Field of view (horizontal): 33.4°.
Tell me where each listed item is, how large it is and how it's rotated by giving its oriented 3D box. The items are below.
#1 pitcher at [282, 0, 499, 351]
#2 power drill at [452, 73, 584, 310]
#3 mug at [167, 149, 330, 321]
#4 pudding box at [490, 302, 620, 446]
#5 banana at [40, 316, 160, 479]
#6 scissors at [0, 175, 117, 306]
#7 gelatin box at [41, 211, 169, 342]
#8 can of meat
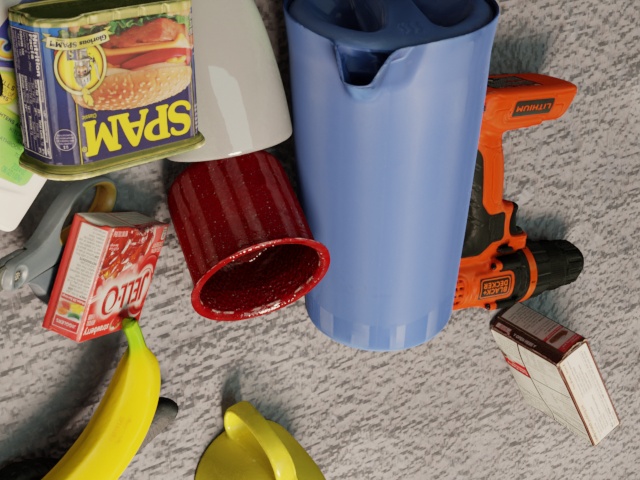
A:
[{"bbox_3d":[0.046,-0.055,0.726,0.149,0.145,0.243,-17,126,-25],"label":"pitcher"},{"bbox_3d":[0.152,-0.036,0.851,0.184,0.057,0.188,-9,112,-35],"label":"power drill"},{"bbox_3d":[-0.055,0.001,0.700,0.093,0.081,0.117,-6,148,-28],"label":"mug"},{"bbox_3d":[0.203,0.115,0.924,0.039,0.090,0.113,-41,125,-14],"label":"pudding box"},{"bbox_3d":[-0.158,0.141,0.682,0.069,0.037,0.198,38,83,-35],"label":"banana"},{"bbox_3d":[-0.174,0.030,0.616,0.201,0.016,0.096,-54,158,-50],"label":"scissors"},{"bbox_3d":[-0.132,0.021,0.668,0.089,0.030,0.073,-8,118,-76],"label":"gelatin box"},{"bbox_3d":[-0.114,-0.087,0.574,0.101,0.058,0.084,-20,119,-39],"label":"can of meat"}]
